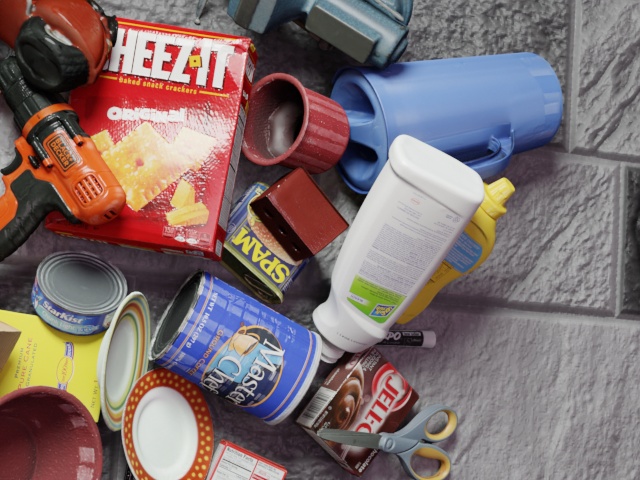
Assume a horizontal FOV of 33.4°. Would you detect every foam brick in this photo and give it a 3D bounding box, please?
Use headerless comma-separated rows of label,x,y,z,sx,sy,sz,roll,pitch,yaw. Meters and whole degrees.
foam brick,-0.022,-0.025,1.055,0.051,0.053,0.078,-43,100,-24

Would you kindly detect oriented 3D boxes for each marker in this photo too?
marker,0.068,0.105,1.157,0.121,0.020,0.020,4,85,-21

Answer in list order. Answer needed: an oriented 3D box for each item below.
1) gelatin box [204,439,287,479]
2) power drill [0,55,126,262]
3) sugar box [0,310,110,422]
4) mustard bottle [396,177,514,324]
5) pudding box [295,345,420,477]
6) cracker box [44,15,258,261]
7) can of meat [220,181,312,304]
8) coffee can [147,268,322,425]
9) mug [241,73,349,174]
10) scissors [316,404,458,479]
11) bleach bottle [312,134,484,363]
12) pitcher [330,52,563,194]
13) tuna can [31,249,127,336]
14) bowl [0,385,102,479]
gelatin box,-0.085,0.257,1.081,0.073,0.030,0.089,28,77,-16
power drill,-0.293,-0.054,0.969,0.187,0.057,0.184,-37,75,2
sugar box,-0.291,0.113,1.003,0.176,0.048,0.093,11,82,-21
mustard bottle,0.122,0.001,1.108,0.192,0.058,0.096,-40,111,22
pudding box,0.040,0.176,1.123,0.113,0.039,0.090,-50,116,-15
cracker box,-0.160,-0.098,1.027,0.164,0.072,0.213,9,83,2
can of meat,-0.057,0.001,1.096,0.102,0.058,0.084,43,70,-14
coffee can,-0.084,0.105,1.053,0.140,0.103,0.102,31,76,-16
mug,-0.034,-0.112,1.084,0.081,0.117,0.093,14,75,-51
scissors,0.081,0.196,1.118,0.201,0.016,0.096,36,77,-39
bleach bottle,0.056,0.023,1.053,0.102,0.068,0.251,26,120,-11
pitcher,0.140,-0.128,1.139,0.242,0.145,0.149,-12,88,-24
tuna can,-0.229,0.050,1.013,0.086,0.034,0.086,17,37,-13
bowl,-0.274,0.205,0.950,0.161,0.055,0.162,-7,99,-49
